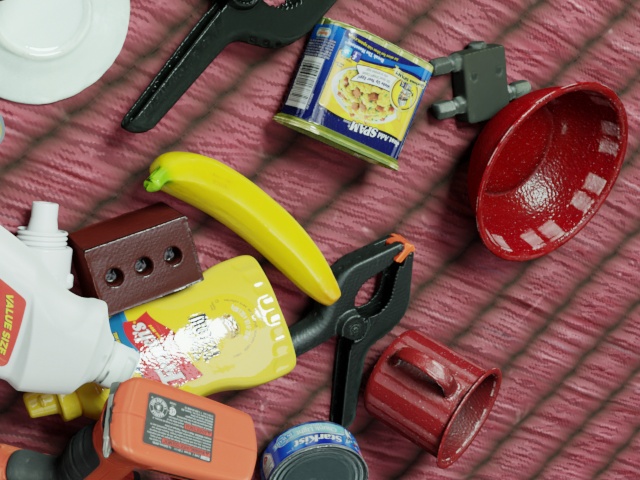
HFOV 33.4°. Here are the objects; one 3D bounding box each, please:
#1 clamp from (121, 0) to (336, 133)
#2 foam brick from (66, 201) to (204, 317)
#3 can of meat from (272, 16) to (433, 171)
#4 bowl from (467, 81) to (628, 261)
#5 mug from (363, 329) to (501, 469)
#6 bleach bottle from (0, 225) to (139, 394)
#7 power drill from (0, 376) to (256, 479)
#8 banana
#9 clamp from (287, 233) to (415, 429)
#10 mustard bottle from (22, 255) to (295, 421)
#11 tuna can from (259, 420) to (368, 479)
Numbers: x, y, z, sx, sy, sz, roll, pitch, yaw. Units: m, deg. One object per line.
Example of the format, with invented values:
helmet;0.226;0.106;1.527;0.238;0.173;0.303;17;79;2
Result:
clamp;-0.064;-0.165;0.742;0.209;0.036;0.164;-11;106;-29
foam brick;-0.132;0.012;0.758;0.078;0.051;0.053;-22;113;-20
can of meat;0.027;-0.110;0.801;0.102;0.058;0.084;20;92;-31
bowl;0.176;-0.065;0.879;0.161;0.055;0.162;-20;129;-26
mug;0.087;0.120;0.863;0.093;0.082;0.117;-53;153;-15
bleach bottle;-0.225;0.021;0.669;0.250;0.068;0.102;30;99;-17
power drill;-0.127;0.166;0.743;0.184;0.188;0.057;23;49;-32
banana;-0.059;-0.015;0.782;0.037;0.069;0.197;-31;135;30
clamp;0.011;0.066;0.856;0.120;0.039;0.171;22;97;-36
mustard bottle;-0.120;0.085;0.774;0.191;0.058;0.096;-20;85;-20
tuna can;-0.006;0.189;0.872;0.086;0.034;0.086;-8;124;-12
